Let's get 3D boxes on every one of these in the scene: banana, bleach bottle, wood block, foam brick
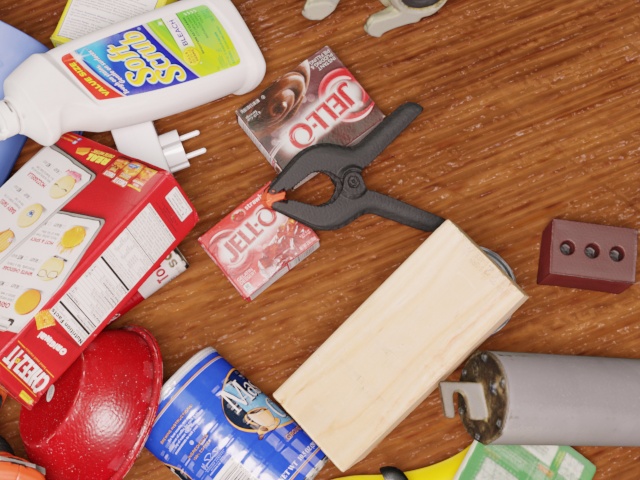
[{"bbox_3d":[0.102,0.200,0.935,0.197,0.037,0.070,-27,56,-7],"label":"banana"},{"bbox_3d":[-0.175,-0.140,0.947,0.250,0.068,0.102,-29,89,-31],"label":"bleach bottle"},{"bbox_3d":[0.070,0.087,0.905,0.206,0.090,0.090,-45,78,8],"label":"wood block"},{"bbox_3d":[0.240,0.015,0.964,0.078,0.051,0.053,6,77,3],"label":"foam brick"}]

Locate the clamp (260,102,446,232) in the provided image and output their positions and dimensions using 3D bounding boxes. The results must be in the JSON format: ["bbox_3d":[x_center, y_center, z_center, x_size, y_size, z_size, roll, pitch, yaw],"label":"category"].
[{"bbox_3d":[0.030,-0.064,0.971,0.171,0.039,0.120,-3,85,-16],"label":"clamp"}]

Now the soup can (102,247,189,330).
[{"bbox_3d":[-0.178,0.027,0.962,0.102,0.068,0.068,-36,79,-7],"label":"soup can"}]

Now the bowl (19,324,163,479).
[{"bbox_3d":[-0.203,0.137,0.893,0.055,0.162,0.162,31,75,-36],"label":"bowl"}]

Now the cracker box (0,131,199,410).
[{"bbox_3d":[-0.229,0.016,0.896,0.164,0.072,0.213,22,64,40],"label":"cracker box"}]

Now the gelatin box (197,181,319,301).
[{"bbox_3d":[-0.057,0.001,0.985,0.089,0.030,0.073,-38,79,-8],"label":"gelatin box"}]

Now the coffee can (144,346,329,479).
[{"bbox_3d":[-0.075,0.174,0.908,0.140,0.103,0.102,40,81,9],"label":"coffee can"}]

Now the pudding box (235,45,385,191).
[{"bbox_3d":[-0.009,-0.115,1.006,0.113,0.039,0.090,-37,80,-7],"label":"pudding box"}]

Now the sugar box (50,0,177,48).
[{"bbox_3d":[-0.185,-0.250,1.040,0.093,0.048,0.176,19,75,4],"label":"sugar box"}]
